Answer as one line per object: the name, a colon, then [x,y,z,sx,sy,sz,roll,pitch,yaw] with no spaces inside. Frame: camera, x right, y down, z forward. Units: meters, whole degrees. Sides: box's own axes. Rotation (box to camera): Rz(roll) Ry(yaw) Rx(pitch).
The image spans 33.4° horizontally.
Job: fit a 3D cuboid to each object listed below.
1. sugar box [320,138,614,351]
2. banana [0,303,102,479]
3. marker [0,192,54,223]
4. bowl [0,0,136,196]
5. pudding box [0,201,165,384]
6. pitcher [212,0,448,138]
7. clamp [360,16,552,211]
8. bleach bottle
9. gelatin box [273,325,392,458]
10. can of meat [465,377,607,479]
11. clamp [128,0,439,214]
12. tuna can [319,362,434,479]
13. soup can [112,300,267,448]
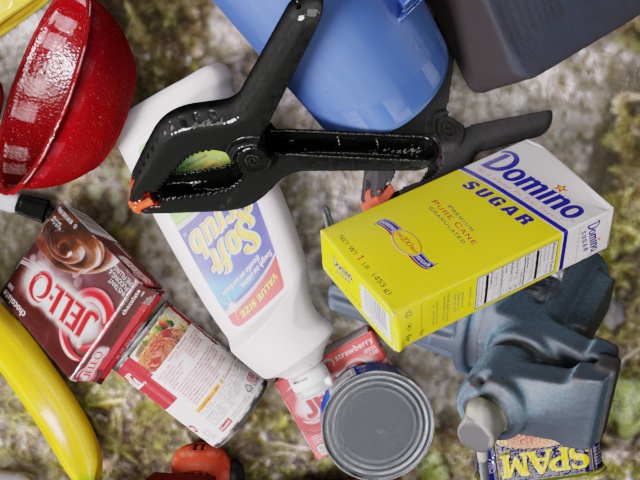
sugar box: [0.098,-0.002,0.717,0.176,0.093,0.048,-26,139,-17]
banana: [-0.218,0.113,0.824,0.037,0.070,0.198,-33,99,-13]
marker: [-0.265,-0.038,0.825,0.121,0.020,0.020,17,99,-3]
bowl: [-0.177,-0.101,0.763,0.055,0.162,0.162,19,100,-31]
pudding box: [-0.180,0.039,0.799,0.114,0.039,0.090,40,98,36]
pitcher: [-0.003,-0.177,0.685,0.145,0.149,0.242,-34,132,8]
clamp: [0.083,-0.089,0.781,0.171,0.039,0.120,-39,87,-26]
bleach bottle: [-0.055,0.001,0.799,0.102,0.068,0.251,-29,94,7]
gelatin box: [0.018,0.120,0.844,0.089,0.030,0.073,-28,98,4]
can of meat: [0.167,0.144,0.836,0.102,0.057,0.084,-8,96,1]
clamp: [-0.046,-0.074,0.701,0.210,0.036,0.164,-17,138,18]
tuna can: [0.042,0.137,0.814,0.086,0.034,0.086,0,97,-3]
soup can: [-0.100,0.103,0.823,0.102,0.068,0.068,39,97,-6]
